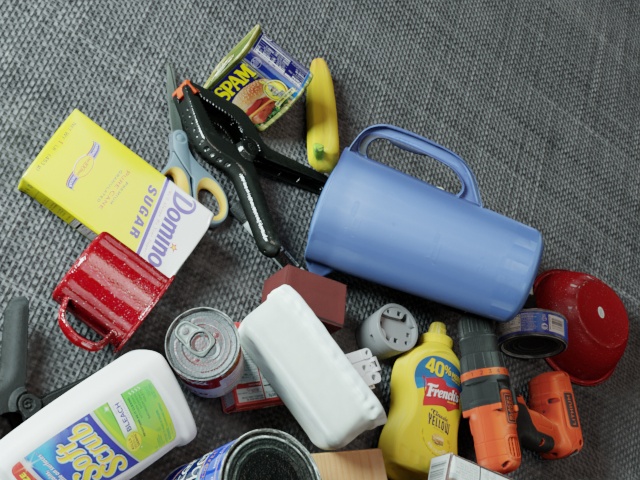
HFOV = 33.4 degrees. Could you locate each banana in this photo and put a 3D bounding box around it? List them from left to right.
[{"bbox_3d":[0.003,-0.136,1.242,0.037,0.070,0.198,3,39,-5],"label":"banana"}]

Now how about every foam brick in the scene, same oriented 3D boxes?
[{"bbox_3d":[-0.019,0.068,1.141,0.078,0.053,0.051,21,58,-26],"label":"foam brick"}]

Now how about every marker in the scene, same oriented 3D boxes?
[{"bbox_3d":[-0.058,0.001,1.168,0.121,0.020,0.020,48,50,-6],"label":"marker"}]

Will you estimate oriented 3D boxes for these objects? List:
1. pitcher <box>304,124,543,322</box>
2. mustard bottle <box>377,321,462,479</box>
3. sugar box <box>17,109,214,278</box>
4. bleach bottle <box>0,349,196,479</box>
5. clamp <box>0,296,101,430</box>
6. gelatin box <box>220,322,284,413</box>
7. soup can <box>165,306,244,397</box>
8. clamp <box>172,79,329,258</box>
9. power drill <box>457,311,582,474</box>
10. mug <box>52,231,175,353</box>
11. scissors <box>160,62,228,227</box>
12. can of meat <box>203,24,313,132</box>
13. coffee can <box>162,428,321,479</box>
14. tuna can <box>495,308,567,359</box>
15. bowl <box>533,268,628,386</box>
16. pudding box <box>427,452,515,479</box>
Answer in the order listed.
[{"bbox_3d":[0.114,-0.010,1.156,0.243,0.149,0.145,20,52,2],"label":"pitcher"},{"bbox_3d":[0.118,0.176,1.177,0.096,0.058,0.191,33,52,-27],"label":"mustard bottle"},{"bbox_3d":[-0.201,-0.039,1.061,0.176,0.048,0.093,36,68,-11],"label":"sugar box"},{"bbox_3d":[-0.221,0.194,0.908,0.250,0.068,0.102,-36,111,-43],"label":"bleach bottle"},{"bbox_3d":[-0.269,0.135,0.941,0.120,0.039,0.171,47,48,-12],"label":"clamp"},{"bbox_3d":[-0.072,0.128,1.090,0.073,0.030,0.089,-3,69,-37],"label":"gelatin box"},{"bbox_3d":[-0.107,0.108,1.007,0.068,0.102,0.068,0,72,-1],"label":"soup can"},{"bbox_3d":[-0.078,-0.094,1.179,0.210,0.036,0.164,51,36,-1],"label":"clamp"},{"bbox_3d":[0.223,0.177,1.217,0.187,0.057,0.184,17,61,-47],"label":"power drill"},{"bbox_3d":[-0.202,0.053,0.998,0.081,0.093,0.117,38,49,-7],"label":"mug"},{"bbox_3d":[-0.138,-0.096,1.163,0.096,0.016,0.201,21,57,-27],"label":"scissors"},{"bbox_3d":[-0.070,-0.179,1.197,0.084,0.102,0.057,38,51,-16],"label":"can of meat"},{"bbox_3d":[-0.077,0.236,0.959,0.102,0.141,0.103,15,60,-28],"label":"coffee can"},{"bbox_3d":[0.254,0.113,1.284,0.086,0.086,0.033,18,60,-27],"label":"tuna can"},{"bbox_3d":[0.344,0.102,1.372,0.161,0.055,0.162,15,59,-28],"label":"bowl"},{"bbox_3d":[0.148,0.280,1.064,0.090,0.039,0.113,26,59,-19],"label":"pudding box"}]
